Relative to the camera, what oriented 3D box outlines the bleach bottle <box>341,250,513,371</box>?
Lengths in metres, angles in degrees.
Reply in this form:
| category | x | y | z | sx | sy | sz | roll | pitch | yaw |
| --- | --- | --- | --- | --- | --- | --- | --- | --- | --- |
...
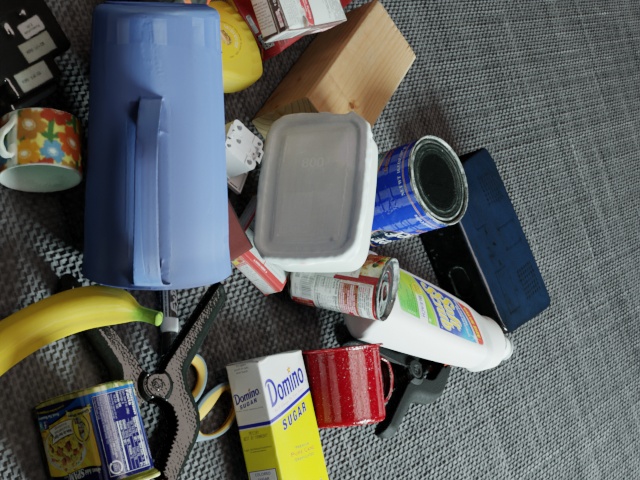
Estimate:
| category | x | y | z | sx | sy | sz | roll | pitch | yaw |
| --- | --- | --- | --- | --- | --- | --- | --- | --- | --- |
| bleach bottle | 0.134 | 0.094 | 1.252 | 0.250 | 0.068 | 0.102 | 20 | 41 | -38 |

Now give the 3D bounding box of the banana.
| category | x | y | z | sx | sy | sz | roll | pitch | yaw |
| --- | --- | --- | --- | --- | --- | --- | --- | --- | --- |
| banana | -0.233 | 0.079 | 0.885 | 0.197 | 0.070 | 0.037 | -24 | 123 | -26 |

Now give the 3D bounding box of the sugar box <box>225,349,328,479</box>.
| category | x | y | z | sx | sy | sz | roll | pitch | yaw |
| --- | --- | --- | --- | --- | --- | --- | --- | --- | --- |
| sugar box | -0.037 | 0.201 | 1.060 | 0.093 | 0.048 | 0.176 | -2 | 81 | -63 |

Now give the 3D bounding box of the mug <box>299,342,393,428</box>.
| category | x | y | z | sx | sy | sz | roll | pitch | yaw |
| --- | --- | --- | --- | --- | --- | --- | --- | --- | --- |
| mug | 0.033 | 0.153 | 1.132 | 0.117 | 0.093 | 0.081 | -1 | 82 | -44 |

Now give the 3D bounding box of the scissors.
| category | x | y | z | sx | sy | sz | roll | pitch | yaw |
| --- | --- | --- | --- | --- | --- | --- | --- | --- | --- |
| scissors | -0.146 | 0.178 | 0.988 | 0.201 | 0.016 | 0.096 | -37 | 102 | -47 |

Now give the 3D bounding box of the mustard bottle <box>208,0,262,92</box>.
| category | x | y | z | sx | sy | sz | roll | pitch | yaw |
| --- | --- | --- | --- | --- | --- | --- | --- | --- | --- |
| mustard bottle | -0.148 | -0.185 | 1.076 | 0.191 | 0.058 | 0.096 | -24 | 87 | -47 |

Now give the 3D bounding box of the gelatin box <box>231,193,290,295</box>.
| category | x | y | z | sx | sy | sz | roll | pitch | yaw |
| --- | --- | --- | --- | --- | --- | --- | --- | --- | --- |
| gelatin box | -0.057 | 0.001 | 1.132 | 0.073 | 0.030 | 0.089 | 46 | 48 | -24 |

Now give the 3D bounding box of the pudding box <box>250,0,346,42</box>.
| category | x | y | z | sx | sy | sz | roll | pitch | yaw |
| --- | --- | --- | --- | --- | --- | --- | --- | --- | --- |
| pudding box | -0.028 | -0.265 | 1.137 | 0.113 | 0.039 | 0.090 | -25 | 97 | -52 |

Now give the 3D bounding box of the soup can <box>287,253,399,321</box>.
| category | x | y | z | sx | sy | sz | roll | pitch | yaw |
| --- | --- | --- | --- | --- | --- | --- | --- | --- | --- |
| soup can | 0.025 | 0.043 | 1.127 | 0.068 | 0.102 | 0.068 | 10 | 90 | -70 |

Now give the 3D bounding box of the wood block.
| category | x | y | z | sx | sy | sz | roll | pitch | yaw |
| --- | --- | --- | --- | --- | --- | --- | --- | --- | --- |
| wood block | 0.020 | -0.176 | 1.230 | 0.090 | 0.090 | 0.205 | 52 | 45 | -22 |

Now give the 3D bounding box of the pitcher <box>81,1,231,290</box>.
| category | x | y | z | sx | sy | sz | roll | pitch | yaw |
| --- | --- | --- | --- | --- | --- | --- | --- | --- | --- |
| pitcher | -0.142 | -0.081 | 0.921 | 0.144 | 0.149 | 0.243 | -12 | 109 | -46 |

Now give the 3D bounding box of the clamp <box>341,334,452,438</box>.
| category | x | y | z | sx | sy | sz | roll | pitch | yaw |
| --- | --- | --- | --- | --- | --- | --- | --- | --- | --- |
| clamp | 0.099 | 0.166 | 1.232 | 0.171 | 0.039 | 0.120 | 4 | 70 | -44 |

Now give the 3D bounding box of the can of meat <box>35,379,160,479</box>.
| category | x | y | z | sx | sy | sz | roll | pitch | yaw |
| --- | --- | --- | --- | --- | --- | --- | --- | --- | --- |
| can of meat | -0.188 | 0.165 | 0.884 | 0.057 | 0.102 | 0.084 | -9 | 82 | -47 |

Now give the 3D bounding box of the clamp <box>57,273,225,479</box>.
| category | x | y | z | sx | sy | sz | roll | pitch | yaw |
| --- | --- | --- | --- | --- | --- | --- | --- | --- | --- |
| clamp | -0.163 | 0.126 | 0.958 | 0.164 | 0.036 | 0.210 | 12 | 69 | -30 |

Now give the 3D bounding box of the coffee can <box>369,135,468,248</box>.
| category | x | y | z | sx | sy | sz | roll | pitch | yaw |
| --- | --- | --- | --- | --- | --- | --- | --- | --- | --- |
| coffee can | 0.081 | -0.051 | 1.213 | 0.102 | 0.141 | 0.103 | 18 | 65 | -42 |

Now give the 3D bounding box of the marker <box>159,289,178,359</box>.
| category | x | y | z | sx | sy | sz | roll | pitch | yaw |
| --- | --- | --- | --- | --- | --- | --- | --- | --- | --- |
| marker | -0.146 | 0.057 | 1.026 | 0.020 | 0.020 | 0.121 | 12 | 68 | -44 |
